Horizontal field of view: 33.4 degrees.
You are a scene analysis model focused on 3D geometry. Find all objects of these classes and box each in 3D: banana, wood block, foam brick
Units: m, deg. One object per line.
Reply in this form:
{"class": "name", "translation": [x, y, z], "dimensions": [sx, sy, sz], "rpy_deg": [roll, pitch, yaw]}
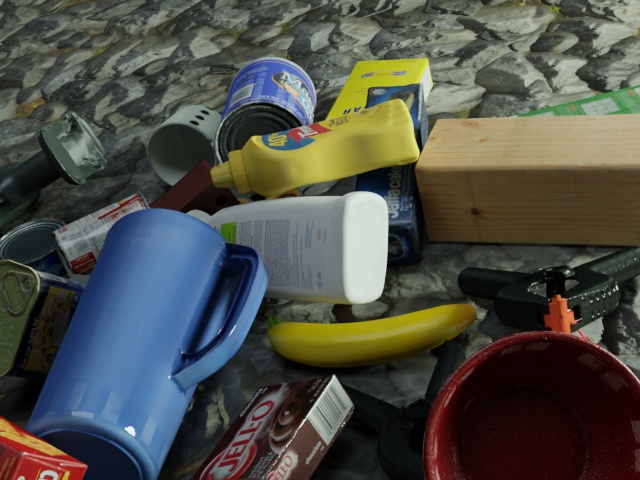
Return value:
{"class": "banana", "translation": [0.032, 0.080, 0.915], "dimensions": [0.198, 0.037, 0.069], "rpy_deg": [-3, 38, 22]}
{"class": "wood block", "translation": [0.204, -0.056, 0.995], "dimensions": [0.206, 0.091, 0.090], "rpy_deg": [1, 38, 24]}
{"class": "foam brick", "translation": [-0.130, -0.035, 1.121], "dimensions": [0.078, 0.053, 0.051], "rpy_deg": [-42, 36, -6]}

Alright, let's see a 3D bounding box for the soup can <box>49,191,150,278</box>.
{"class": "soup can", "translation": [-0.221, 0.001, 1.111], "dimensions": [0.102, 0.068, 0.069], "rpy_deg": [-27, 35, -15]}

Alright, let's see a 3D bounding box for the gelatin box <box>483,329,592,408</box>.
{"class": "gelatin box", "translation": [0.162, 0.114, 0.785], "dimensions": [0.089, 0.073, 0.030], "rpy_deg": [-19, 35, -6]}

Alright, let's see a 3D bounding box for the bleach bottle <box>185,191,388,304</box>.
{"class": "bleach bottle", "translation": [-0.057, 0.001, 1.004], "dimensions": [0.251, 0.102, 0.067], "rpy_deg": [5, 4, 38]}

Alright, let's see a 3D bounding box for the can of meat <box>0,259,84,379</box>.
{"class": "can of meat", "translation": [-0.264, 0.075, 0.970], "dimensions": [0.058, 0.083, 0.102], "rpy_deg": [16, 86, 24]}

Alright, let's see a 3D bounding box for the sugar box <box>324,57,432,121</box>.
{"class": "sugar box", "translation": [0.063, -0.148, 1.225], "dimensions": [0.093, 0.048, 0.176], "rpy_deg": [0, 36, 22]}

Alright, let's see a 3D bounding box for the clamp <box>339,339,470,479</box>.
{"class": "clamp", "translation": [0.065, 0.142, 0.817], "dimensions": [0.120, 0.039, 0.171], "rpy_deg": [-20, 27, 6]}

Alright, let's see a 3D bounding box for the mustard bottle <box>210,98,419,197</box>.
{"class": "mustard bottle", "translation": [-0.008, -0.081, 0.995], "dimensions": [0.191, 0.058, 0.096], "rpy_deg": [-14, 19, 2]}

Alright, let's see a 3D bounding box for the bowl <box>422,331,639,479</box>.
{"class": "bowl", "translation": [0.145, 0.142, 0.719], "dimensions": [0.162, 0.162, 0.055], "rpy_deg": [-20, -5, -5]}

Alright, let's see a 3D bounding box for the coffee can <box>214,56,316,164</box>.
{"class": "coffee can", "translation": [-0.059, -0.133, 1.191], "dimensions": [0.103, 0.103, 0.140], "rpy_deg": [-10, 28, 8]}

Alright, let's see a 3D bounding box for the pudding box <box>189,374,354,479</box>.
{"class": "pudding box", "translation": [-0.037, 0.156, 0.814], "dimensions": [0.090, 0.039, 0.113], "rpy_deg": [-15, 25, 44]}

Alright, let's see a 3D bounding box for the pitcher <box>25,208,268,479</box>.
{"class": "pitcher", "translation": [-0.147, 0.093, 0.897], "dimensions": [0.145, 0.149, 0.242], "rpy_deg": [24, 41, -8]}

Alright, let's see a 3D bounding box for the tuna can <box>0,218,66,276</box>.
{"class": "tuna can", "translation": [-0.310, 0.014, 1.160], "dimensions": [0.086, 0.034, 0.086], "rpy_deg": [-11, 34, 7]}

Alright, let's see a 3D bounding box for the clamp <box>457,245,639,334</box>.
{"class": "clamp", "translation": [0.197, 0.038, 0.851], "dimensions": [0.164, 0.036, 0.210], "rpy_deg": [-10, 7, 5]}
